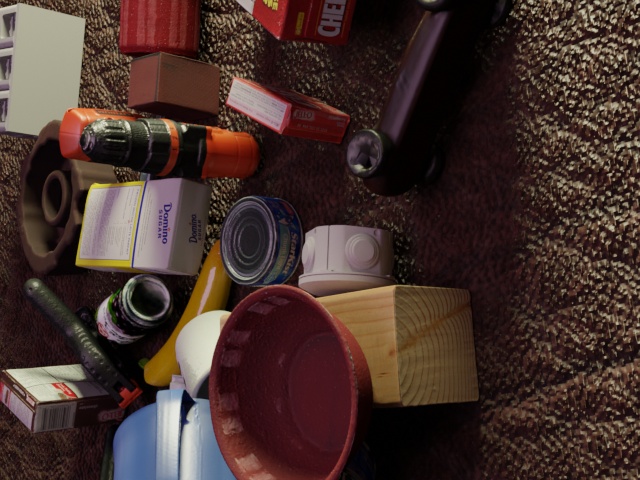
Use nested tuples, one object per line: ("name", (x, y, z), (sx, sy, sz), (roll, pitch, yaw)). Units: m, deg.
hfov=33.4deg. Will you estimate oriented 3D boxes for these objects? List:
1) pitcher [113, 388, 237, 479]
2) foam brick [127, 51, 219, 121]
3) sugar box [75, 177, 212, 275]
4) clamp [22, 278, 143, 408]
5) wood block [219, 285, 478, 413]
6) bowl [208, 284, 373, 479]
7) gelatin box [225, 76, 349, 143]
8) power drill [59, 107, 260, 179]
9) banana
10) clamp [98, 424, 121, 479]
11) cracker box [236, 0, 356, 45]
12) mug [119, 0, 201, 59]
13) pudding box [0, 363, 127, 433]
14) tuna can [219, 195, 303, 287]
("pitcher", (-0.112, 0.251, 0.869), (0.145, 0.149, 0.243), (-41, 32, 25))
("foam brick", (-0.147, -0.155, 1.081), (0.051, 0.078, 0.053), (-4, 81, 47))
("sugar box", (-0.183, -0.013, 1.098), (0.177, 0.048, 0.093), (2, 81, 46))
("clamp", (-0.254, 0.108, 1.149), (0.039, 0.120, 0.172), (-49, 54, 2))
("wood block", (0.017, 0.094, 0.871), (0.207, 0.090, 0.090), (-13, 77, 46))
("bowl", (-0.013, 0.114, 0.793), (0.162, 0.055, 0.162), (-4, 85, 46))
("gelatin box", (-0.029, -0.117, 0.954), (0.089, 0.073, 0.030), (31, 108, 44))
("power drill", (-0.179, -0.094, 1.034), (0.188, 0.184, 0.057), (16, 98, 49))
("banana", (-0.135, 0.087, 1.072), (0.198, 0.037, 0.070), (-52, 52, 30))
("clamp", (-0.218, 0.283, 1.084), (0.210, 0.036, 0.164), (-170, 89, -78))
("cracker box", (-0.026, -0.277, 0.916), (0.214, 0.072, 0.164), (-130, 46, -55))
("mug", (-0.167, -0.232, 1.112), (0.117, 0.093, 0.081), (-158, 70, -77))
("pudding box", (-0.279, 0.169, 1.162), (0.090, 0.113, 0.039), (25, 107, 46))
("tuna can", (-0.057, 0.001, 0.999), (0.086, 0.033, 0.086), (-6, 81, 46))
